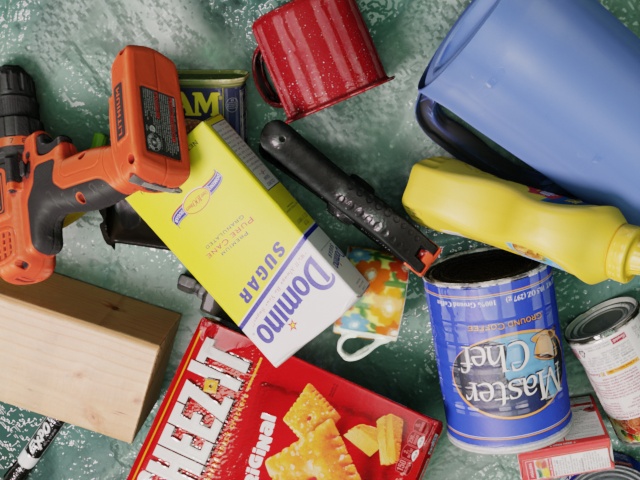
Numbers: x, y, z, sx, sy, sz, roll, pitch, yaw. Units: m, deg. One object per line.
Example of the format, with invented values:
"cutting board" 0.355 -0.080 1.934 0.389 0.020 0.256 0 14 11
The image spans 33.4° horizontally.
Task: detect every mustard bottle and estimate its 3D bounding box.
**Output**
"mustard bottle" 0.161 -0.011 0.784 0.192 0.096 0.058 21 94 35

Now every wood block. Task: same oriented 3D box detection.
"wood block" -0.233 0.081 0.889 0.206 0.090 0.090 18 105 1

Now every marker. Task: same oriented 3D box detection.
"marker" -0.246 0.175 0.950 0.020 0.020 0.121 36 104 -4

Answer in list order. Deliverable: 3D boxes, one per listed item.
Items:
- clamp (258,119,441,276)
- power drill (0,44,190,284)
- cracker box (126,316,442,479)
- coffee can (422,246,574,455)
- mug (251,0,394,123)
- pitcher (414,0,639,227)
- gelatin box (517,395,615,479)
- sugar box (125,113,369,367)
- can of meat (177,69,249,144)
"clamp" 0.018 -0.035 0.811 0.171 0.120 0.039 35 94 5
"power drill" -0.186 -0.076 0.808 0.188 0.057 0.184 -22 70 35
"cracker box" -0.030 0.178 0.859 0.214 0.072 0.164 23 82 11
"coffee can" 0.142 0.085 0.850 0.103 0.102 0.140 -9 103 7
"mug" -0.009 -0.141 0.822 0.117 0.093 0.081 -16 99 46
"pitcher" 0.197 -0.091 0.798 0.242 0.149 0.145 37 89 -8
"gelatin box" 0.195 0.161 0.872 0.073 0.089 0.030 -11 104 8
"sugar box" -0.055 0.001 0.811 0.093 0.048 0.176 -41 90 21
"can of meat" -0.107 -0.092 0.853 0.102 0.057 0.084 1 107 5
